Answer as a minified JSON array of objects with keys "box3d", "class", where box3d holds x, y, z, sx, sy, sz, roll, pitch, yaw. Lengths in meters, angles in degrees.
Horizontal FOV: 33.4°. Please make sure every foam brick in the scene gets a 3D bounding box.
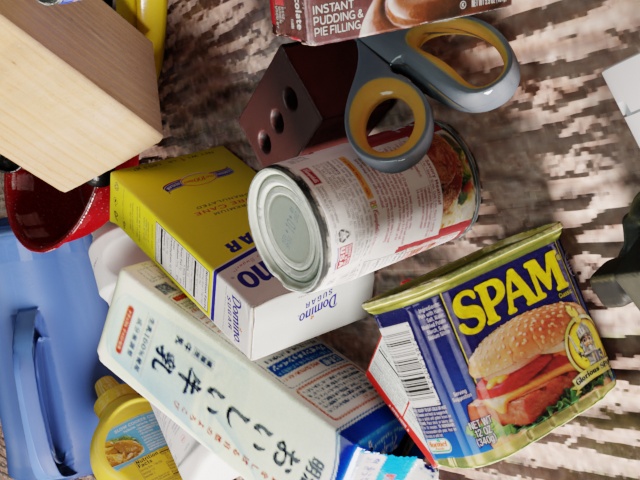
[{"box3d":[-0.004,-0.073,0.608,0.053,0.051,0.078,61,147,16],"class":"foam brick"}]

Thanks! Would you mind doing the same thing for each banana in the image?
[{"box3d":[-0.127,-0.177,0.760,0.069,0.037,0.198,-104,17,-60],"class":"banana"}]

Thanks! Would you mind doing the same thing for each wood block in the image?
[{"box3d":[-0.197,-0.124,0.652,0.090,0.205,0.091,-25,56,22],"class":"wood block"}]

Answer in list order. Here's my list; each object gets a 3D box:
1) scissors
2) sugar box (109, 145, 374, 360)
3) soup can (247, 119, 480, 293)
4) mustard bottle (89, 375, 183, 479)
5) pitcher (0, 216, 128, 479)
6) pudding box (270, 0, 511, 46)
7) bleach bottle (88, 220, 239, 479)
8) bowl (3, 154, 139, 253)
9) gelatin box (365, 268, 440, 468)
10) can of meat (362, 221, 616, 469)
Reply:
[{"box3d":[0.015,-0.096,0.551,0.202,0.096,0.016,30,171,44],"class":"scissors"},{"box3d":[-0.054,0.001,0.685,0.176,0.093,0.048,36,133,42],"class":"sugar box"},{"box3d":[0.022,-0.019,0.549,0.069,0.102,0.068,33,133,45],"class":"soup can"},{"box3d":[-0.143,0.192,0.917,0.192,0.096,0.058,51,144,29],"class":"mustard bottle"},{"box3d":[-0.251,0.098,0.999,0.149,0.144,0.243,2,105,48],"class":"pitcher"},{"box3d":[0.030,-0.139,0.463,0.039,0.113,0.090,28,128,52],"class":"pudding box"},{"box3d":[-0.126,0.071,0.862,0.251,0.068,0.103,59,147,22],"class":"bleach bottle"},{"box3d":[-0.195,-0.066,0.867,0.162,0.055,0.162,-13,72,45],"class":"bowl"},{"box3d":[0.066,0.072,0.599,0.073,0.030,0.089,51,143,30],"class":"gelatin box"},{"box3d":[0.081,0.048,0.497,0.058,0.101,0.084,-23,89,58],"class":"can of meat"}]
